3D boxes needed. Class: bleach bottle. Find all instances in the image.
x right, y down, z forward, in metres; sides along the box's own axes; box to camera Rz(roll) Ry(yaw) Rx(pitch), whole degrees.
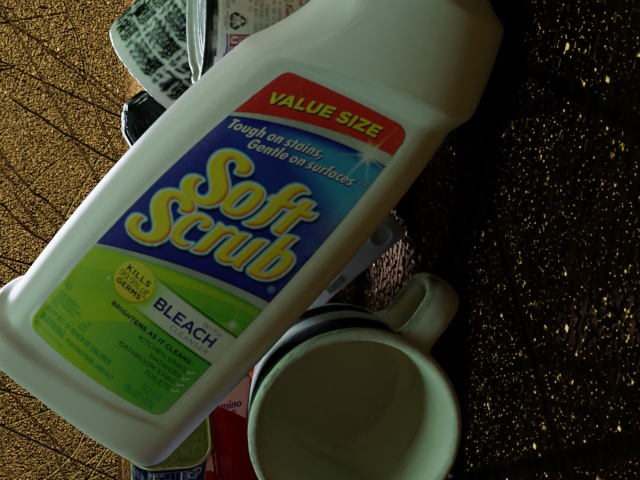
[{"bbox_3d":[-0.024,-0.030,0.409,0.251,0.102,0.068,-50,5,20],"label":"bleach bottle"}]

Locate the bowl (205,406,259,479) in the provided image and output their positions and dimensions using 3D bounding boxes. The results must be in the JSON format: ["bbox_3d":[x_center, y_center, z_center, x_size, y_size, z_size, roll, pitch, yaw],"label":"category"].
[{"bbox_3d":[-0.063,0.198,0.807,0.162,0.055,0.162,179,90,-76],"label":"bowl"}]

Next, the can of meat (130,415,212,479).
[{"bbox_3d":[-0.110,0.140,0.759,0.084,0.057,0.102,99,164,-46],"label":"can of meat"}]

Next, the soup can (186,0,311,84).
[{"bbox_3d":[-0.003,-0.096,0.455,0.068,0.102,0.068,179,90,-77],"label":"soup can"}]
